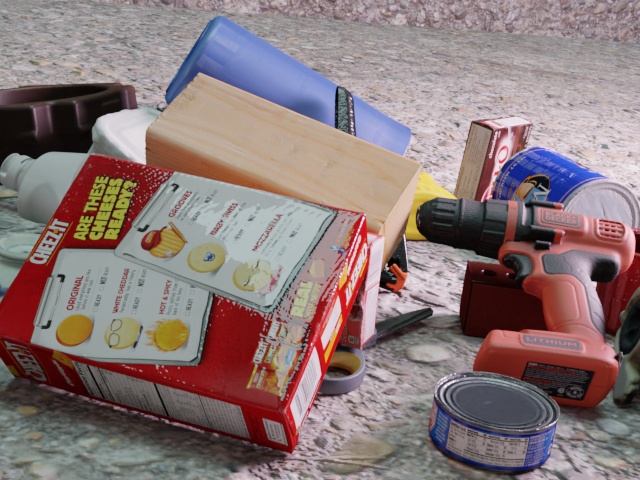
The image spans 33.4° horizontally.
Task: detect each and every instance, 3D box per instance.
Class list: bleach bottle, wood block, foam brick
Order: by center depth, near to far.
[{"bbox_3d":[-0.156,-0.005,0.854,0.251,0.068,0.102,24,51,17],"label":"bleach bottle"},{"bbox_3d":[-0.034,-0.046,0.883,0.206,0.091,0.090,24,51,13],"label":"wood block"},{"bbox_3d":[0.163,0.054,0.927,0.078,0.051,0.053,8,18,1],"label":"foam brick"}]

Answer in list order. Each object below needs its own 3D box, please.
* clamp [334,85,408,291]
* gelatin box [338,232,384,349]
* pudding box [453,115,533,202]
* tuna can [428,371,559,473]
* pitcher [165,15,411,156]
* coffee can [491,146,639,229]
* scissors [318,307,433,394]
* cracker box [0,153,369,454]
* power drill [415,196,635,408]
[{"bbox_3d":[0.020,-0.044,1.013,0.164,0.036,0.210,-41,75,-17],"label":"clamp"},{"bbox_3d":[0.007,0.032,0.816,0.073,0.089,0.030,15,26,23],"label":"gelatin box"},{"bbox_3d":[0.207,-0.091,1.290,0.039,0.113,0.089,24,25,35],"label":"pudding box"},{"bbox_3d":[0.117,0.123,0.727,0.086,0.034,0.086,6,18,-2],"label":"tuna can"},{"bbox_3d":[-0.038,-0.118,1.108,0.242,0.145,0.149,32,1,-12],"label":"pitcher"},{"bbox_3d":[0.263,-0.035,1.156,0.102,0.103,0.140,1,19,-20],"label":"coffee can"},{"bbox_3d":[0.040,0.085,0.843,0.201,0.016,0.096,-6,24,-34],"label":"scissors"},{"bbox_3d":[-0.091,0.039,0.733,0.214,0.072,0.164,12,55,15],"label":"cracker box"},{"bbox_3d":[0.162,0.038,0.852,0.184,0.057,0.187,8,44,4],"label":"power drill"}]
